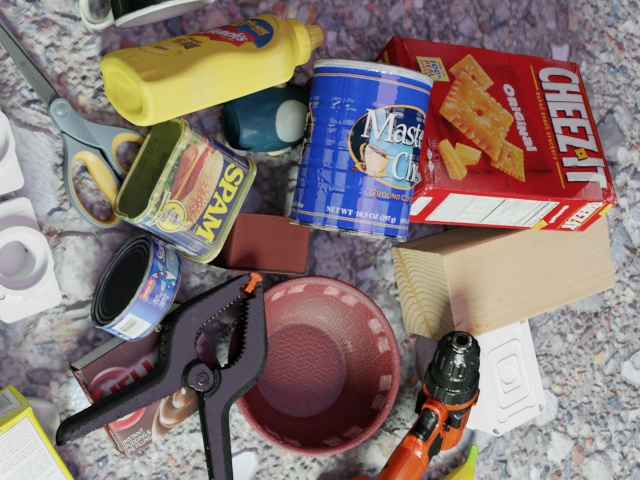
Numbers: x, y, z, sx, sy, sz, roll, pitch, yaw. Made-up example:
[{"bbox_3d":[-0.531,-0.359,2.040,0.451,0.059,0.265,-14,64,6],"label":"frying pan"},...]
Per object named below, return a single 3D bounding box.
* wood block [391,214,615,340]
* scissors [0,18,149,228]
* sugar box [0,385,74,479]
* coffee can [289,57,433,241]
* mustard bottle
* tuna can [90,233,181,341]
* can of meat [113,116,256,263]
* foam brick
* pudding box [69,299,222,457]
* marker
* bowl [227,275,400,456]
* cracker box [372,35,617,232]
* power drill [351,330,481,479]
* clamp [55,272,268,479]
[{"bbox_3d":[0.186,0.027,1.075,0.205,0.090,0.091,-16,102,-27],"label":"wood block"},{"bbox_3d":[-0.196,-0.109,0.885,0.096,0.016,0.202,-27,108,-27],"label":"scissors"},{"bbox_3d":[-0.241,0.210,0.852,0.093,0.048,0.176,-33,127,-21],"label":"sugar box"},{"bbox_3d":[0.034,-0.076,0.908,0.102,0.103,0.140,8,92,-30],"label":"coffee can"},{"bbox_3d":[-0.081,-0.151,0.901,0.191,0.096,0.058,-21,119,-27],"label":"mustard bottle"},{"bbox_3d":[-0.153,0.040,0.885,0.033,0.086,0.086,31,79,-30],"label":"tuna can"},{"bbox_3d":[-0.115,-0.045,0.904,0.083,0.058,0.102,32,79,-40],"label":"can of meat"},{"bbox_3d":[-0.056,0.001,0.955,0.078,0.053,0.051,5,92,-31],"label":"foam brick"},{"bbox_3d":[-0.146,0.118,0.922,0.113,0.039,0.090,-34,109,-24],"label":"pudding box"},{"bbox_3d":[-0.015,0.141,1.011,0.121,0.020,0.020,-36,111,-22],"label":"marker"},{"bbox_3d":[-0.011,0.115,0.975,0.162,0.055,0.162,3,78,-16],"label":"bowl"},{"bbox_3d":[0.162,-0.099,1.011,0.213,0.072,0.164,3,63,-24],"label":"cracker box"},{"bbox_3d":[0.086,0.188,0.985,0.187,0.057,0.184,-48,155,-30],"label":"power drill"},{"bbox_3d":[-0.097,0.126,0.900,0.164,0.036,0.210,38,74,-13],"label":"clamp"}]
